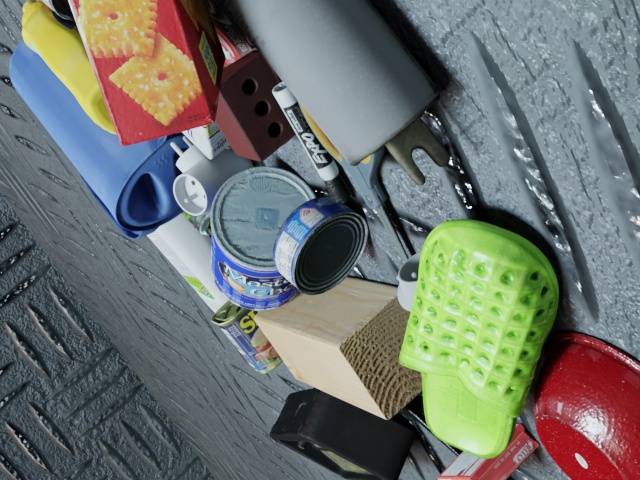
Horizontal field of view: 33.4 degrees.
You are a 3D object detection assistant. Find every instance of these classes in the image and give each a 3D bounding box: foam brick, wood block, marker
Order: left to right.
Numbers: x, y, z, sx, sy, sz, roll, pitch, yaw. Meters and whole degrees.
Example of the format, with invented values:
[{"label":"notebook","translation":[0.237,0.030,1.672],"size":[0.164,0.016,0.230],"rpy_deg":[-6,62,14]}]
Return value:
[{"label":"foam brick","translation":[-0.060,-0.114,0.903],"size":[0.051,0.053,0.078],"rpy_deg":[20,146,58]},{"label":"marker","translation":[-0.005,-0.080,0.895],"size":[0.020,0.020,0.121],"rpy_deg":[23,149,55]},{"label":"wood block","translation":[0.027,0.097,1.063],"size":[0.091,0.090,0.206],"rpy_deg":[55,162,-18]}]

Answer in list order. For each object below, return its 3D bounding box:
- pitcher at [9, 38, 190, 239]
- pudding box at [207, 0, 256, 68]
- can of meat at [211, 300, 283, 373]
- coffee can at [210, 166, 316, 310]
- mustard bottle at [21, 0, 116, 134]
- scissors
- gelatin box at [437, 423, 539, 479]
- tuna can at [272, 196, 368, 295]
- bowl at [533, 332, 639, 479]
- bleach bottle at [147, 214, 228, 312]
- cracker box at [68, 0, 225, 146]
[{"label":"pitcher","translation":[-0.236,-0.126,1.173],"size":[0.243,0.149,0.145],"rpy_deg":[46,-178,24]},{"label":"pudding box","translation":[-0.088,-0.193,0.832],"size":[0.113,0.039,0.090],"rpy_deg":[53,162,-12]},{"label":"can of meat","translation":[-0.062,0.093,1.252],"size":[0.084,0.102,0.058],"rpy_deg":[53,163,-19]},{"label":"coffee can","translation":[-0.057,0.001,1.048],"size":[0.103,0.102,0.140],"rpy_deg":[46,162,11]},{"label":"mustard bottle","translation":[-0.245,-0.184,1.065],"size":[0.192,0.058,0.096],"rpy_deg":[45,-173,30]},{"label":"scissors","translation":[0.048,-0.042,0.852],"size":[0.201,0.016,0.096],"rpy_deg":[55,162,-17]},{"label":"gelatin box","translation":[0.158,0.209,1.006],"size":[0.030,0.073,0.089],"rpy_deg":[49,162,0]},{"label":"tuna can","translation":[0.000,0.004,0.946],"size":[0.034,0.086,0.086],"rpy_deg":[39,160,35]},{"label":"bowl","translation":[0.210,0.145,0.780],"size":[0.162,0.055,0.162],"rpy_deg":[44,161,19]},{"label":"bleach bottle","translation":[-0.166,0.024,1.428],"size":[0.250,0.068,0.103],"rpy_deg":[55,162,-24]},{"label":"cracker box","translation":[-0.123,-0.190,0.694],"size":[0.164,0.072,0.213],"rpy_deg":[-96,-8,-66]}]
